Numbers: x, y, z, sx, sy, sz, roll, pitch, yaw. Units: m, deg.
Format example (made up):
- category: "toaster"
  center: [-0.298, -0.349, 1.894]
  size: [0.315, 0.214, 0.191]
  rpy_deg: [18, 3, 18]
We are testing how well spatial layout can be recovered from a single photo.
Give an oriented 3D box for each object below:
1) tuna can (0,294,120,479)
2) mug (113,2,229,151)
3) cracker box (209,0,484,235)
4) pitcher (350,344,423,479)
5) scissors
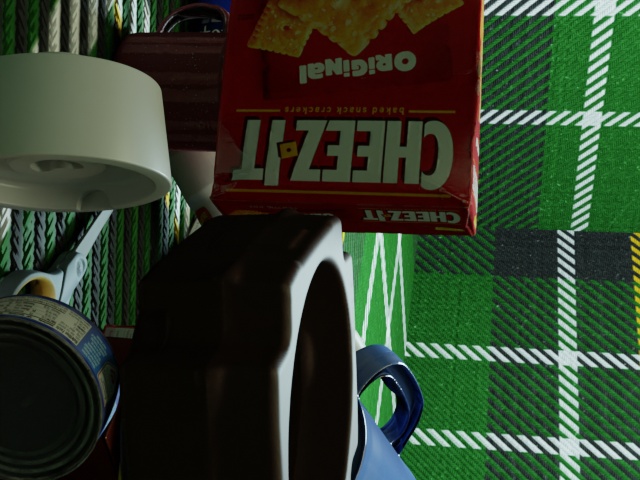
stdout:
- category: "tuna can"
  center: [-0.140, 0.069, 0.506]
  size: [0.033, 0.086, 0.086]
  rpy_deg: [-67, 158, -69]
- category: "mug"
  center: [-0.094, -0.115, 0.746]
  size: [0.093, 0.081, 0.117]
  rpy_deg: [65, 29, -69]
- category: "cracker box"
  center: [0.023, -0.116, 0.690]
  size: [0.072, 0.164, 0.213]
  rpy_deg: [56, 38, -71]
- category: "pitcher"
  center: [0.011, 0.180, 0.828]
  size: [0.242, 0.149, 0.145]
  rpy_deg: [53, 36, -58]
- category: "scissors"
  center: [-0.152, 0.037, 0.638]
  size: [0.201, 0.016, 0.096]
  rpy_deg: [-60, 152, -71]
